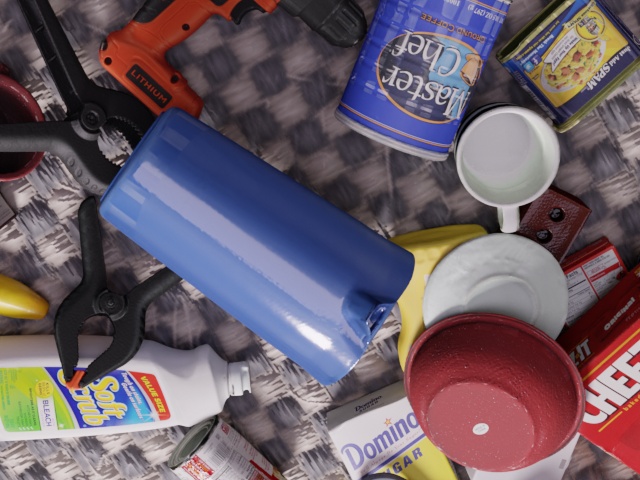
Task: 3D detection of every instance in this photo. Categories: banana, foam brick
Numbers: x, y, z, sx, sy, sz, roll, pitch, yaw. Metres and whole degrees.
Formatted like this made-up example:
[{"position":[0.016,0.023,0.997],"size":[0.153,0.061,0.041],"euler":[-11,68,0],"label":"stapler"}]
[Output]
[{"position":[-0.351,0.053,0.977],"size":[0.198,0.037,0.069],"euler":[-8,126,4],"label":"banana"},{"position":[0.194,-0.011,0.949],"size":[0.053,0.051,0.078],"euler":[26,105,-7],"label":"foam brick"}]

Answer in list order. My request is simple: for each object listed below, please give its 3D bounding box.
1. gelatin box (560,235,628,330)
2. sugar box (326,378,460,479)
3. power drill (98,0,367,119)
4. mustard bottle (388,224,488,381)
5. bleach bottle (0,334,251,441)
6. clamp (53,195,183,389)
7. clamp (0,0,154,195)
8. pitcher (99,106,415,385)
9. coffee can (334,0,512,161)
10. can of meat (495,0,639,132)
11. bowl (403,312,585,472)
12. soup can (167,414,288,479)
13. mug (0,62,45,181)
[{"position":[0.251,0.051,0.979],"size":[0.073,0.030,0.089],"euler":[-30,105,9],"label":"gelatin box"},{"position":[0.083,0.228,1.022],"size":[0.093,0.048,0.176],"euler":[-25,106,7],"label":"sugar box"},{"position":[-0.079,-0.181,0.898],"size":[0.184,0.057,0.188],"euler":[42,100,-11],"label":"power drill"},{"position":[0.117,0.085,0.973],"size":[0.096,0.058,0.191],"euler":[-10,106,1],"label":"mustard bottle"},{"position":[-0.190,0.128,0.985],"size":[0.251,0.068,0.102],"euler":[-4,108,-1],"label":"bleach bottle"},{"position":[-0.175,0.055,0.949],"size":[0.120,0.039,0.171],"euler":[14,80,-3],"label":"clamp"},{"position":[-0.202,-0.110,0.899],"size":[0.209,0.036,0.164],"euler":[28,65,-33],"label":"clamp"},{"position":[-0.056,0.001,0.883],"size":[0.242,0.145,0.149],"euler":[35,130,-9],"label":"pitcher"},{"position":[0.083,-0.150,0.881],"size":[0.102,0.103,0.140],"euler":[20,105,-6],"label":"coffee can"},{"position":[0.212,-0.157,0.904],"size":[0.102,0.057,0.084],"euler":[-43,100,10],"label":"can of meat"},{"position":[0.142,0.144,0.916],"size":[0.162,0.055,0.162],"euler":[10,121,17],"label":"bowl"},{"position":[-0.085,0.221,1.008],"size":[0.068,0.068,0.102],"euler":[-43,102,11],"label":"soup can"},{"position":[-0.289,-0.097,0.900],"size":[0.093,0.082,0.117],"euler":[21,64,-38],"label":"mug"}]
